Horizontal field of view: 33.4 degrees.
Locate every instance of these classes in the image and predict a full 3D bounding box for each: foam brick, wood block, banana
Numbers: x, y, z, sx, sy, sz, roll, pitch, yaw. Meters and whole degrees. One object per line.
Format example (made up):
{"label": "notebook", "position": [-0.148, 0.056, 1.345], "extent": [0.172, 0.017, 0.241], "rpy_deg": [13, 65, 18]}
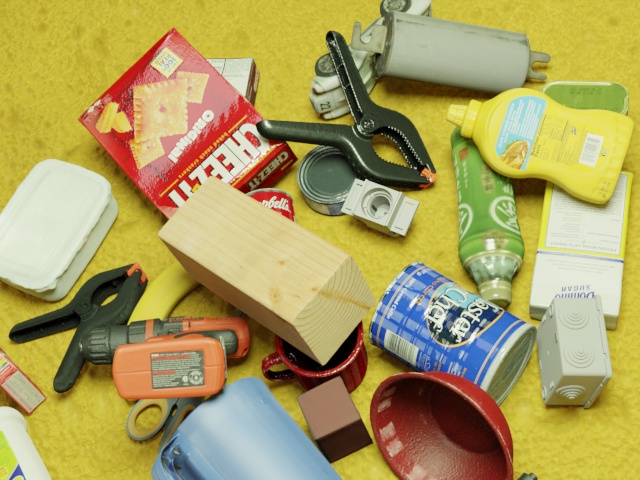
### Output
{"label": "foam brick", "position": [0.015, 0.183, 1.088], "extent": [0.051, 0.078, 0.053], "rpy_deg": [-26, 59, -1]}
{"label": "wood block", "position": [-0.057, 0.027, 1.093], "extent": [0.206, 0.090, 0.090], "rpy_deg": [30, 71, 36]}
{"label": "banana", "position": [-0.179, 0.087, 1.208], "extent": [0.070, 0.037, 0.197], "rpy_deg": [26, 69, 24]}

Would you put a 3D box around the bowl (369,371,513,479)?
{"label": "bowl", "position": [0.128, 0.185, 1.037], "extent": [0.162, 0.162, 0.055], "rpy_deg": [31, 43, 25]}

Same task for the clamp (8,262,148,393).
{"label": "clamp", "position": [-0.264, 0.095, 1.219], "extent": [0.171, 0.039, 0.120], "rpy_deg": [-36, 56, -7]}

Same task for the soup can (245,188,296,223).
{"label": "soup can", "position": [-0.058, 0.001, 1.212], "extent": [0.068, 0.068, 0.102], "rpy_deg": [-12, 60, 5]}

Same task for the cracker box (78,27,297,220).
{"label": "cracker box", "position": [-0.160, -0.122, 1.267], "extent": [0.164, 0.072, 0.214], "rpy_deg": [-43, 72, -1]}

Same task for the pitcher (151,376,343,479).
{"label": "pitcher", "position": [-0.040, 0.260, 1.023], "extent": [0.149, 0.145, 0.243], "rpy_deg": [-39, 63, -15]}

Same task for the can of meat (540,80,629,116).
{"label": "can of meat", "position": [0.295, -0.134, 1.203], "extent": [0.102, 0.084, 0.057], "rpy_deg": [3, 62, 14]}

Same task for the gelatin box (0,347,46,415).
{"label": "gelatin box", "position": [-0.348, 0.146, 1.180], "extent": [0.073, 0.089, 0.030], "rpy_deg": [38, 73, 27]}

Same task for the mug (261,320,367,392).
{"label": "mug", "position": [-0.006, 0.120, 1.125], "extent": [0.117, 0.081, 0.093], "rpy_deg": [-23, 59, -2]}

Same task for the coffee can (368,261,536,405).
{"label": "coffee can", "position": [0.135, 0.098, 1.095], "extent": [0.140, 0.103, 0.102], "rpy_deg": [30, 71, 25]}

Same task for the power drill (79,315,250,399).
{"label": "power drill", "position": [-0.163, 0.114, 1.086], "extent": [0.184, 0.187, 0.057], "rpy_deg": [-5, 96, -3]}

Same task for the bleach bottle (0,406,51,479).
{"label": "bleach bottle", "position": [-0.299, 0.298, 1.101], "extent": [0.102, 0.068, 0.251], "rpy_deg": [-36, 62, -9]}

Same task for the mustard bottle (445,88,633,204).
{"label": "mustard bottle", "position": [0.228, -0.110, 1.142], "extent": [0.192, 0.058, 0.096], "rpy_deg": [18, 90, 9]}

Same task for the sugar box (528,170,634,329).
{"label": "sugar box", "position": [0.282, 0.005, 1.151], "extent": [0.093, 0.048, 0.176], "rpy_deg": [7, 66, 15]}

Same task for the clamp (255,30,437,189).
{"label": "clamp", "position": [0.049, -0.137, 1.232], "extent": [0.210, 0.036, 0.164], "rpy_deg": [31, 68, -7]}

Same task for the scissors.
{"label": "scissors", "position": [-0.149, 0.150, 1.178], "extent": [0.096, 0.016, 0.201], "rpy_deg": [8, 63, 16]}

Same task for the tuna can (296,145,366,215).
{"label": "tuna can", "position": [0.017, -0.072, 1.257], "extent": [0.086, 0.033, 0.086], "rpy_deg": [-5, 60, 9]}

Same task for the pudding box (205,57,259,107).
{"label": "pudding box", "position": [-0.130, -0.177, 1.347], "extent": [0.090, 0.039, 0.113], "rpy_deg": [1, 60, 13]}
